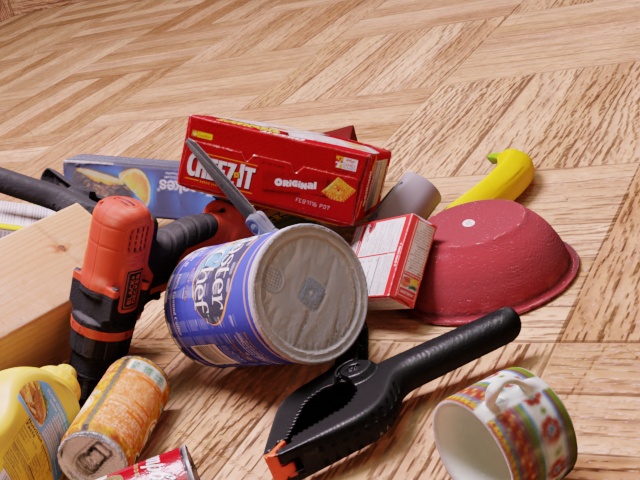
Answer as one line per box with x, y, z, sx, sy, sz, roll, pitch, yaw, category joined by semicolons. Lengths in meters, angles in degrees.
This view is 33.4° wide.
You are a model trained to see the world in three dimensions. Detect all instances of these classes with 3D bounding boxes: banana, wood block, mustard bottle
0.165;-0.047;1.043;0.070;0.037;0.197;-27;10;40;banana
-0.258;0.060;0.890;0.091;0.090;0.205;39;41;17;wood block
-0.219;0.147;0.766;0.058;0.096;0.191;-10;23;16;mustard bottle

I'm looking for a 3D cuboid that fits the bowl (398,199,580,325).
0.133;0.008;0.904;0.162;0.055;0.162;-14;22;6;bowl

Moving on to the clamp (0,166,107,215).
-0.251;-0.041;1.103;0.171;0.039;0.120;24;15;7;clamp

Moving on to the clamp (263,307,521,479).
0.040;0.103;0.763;0.165;0.036;0.209;-8;22;38;clamp

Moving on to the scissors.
-0.038;-0.012;0.878;0.016;0.202;0.096;-35;5;-33;scissors

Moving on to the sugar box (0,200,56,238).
-0.259;0.000;1.114;0.176;0.048;0.093;11;16;-15;sugar box

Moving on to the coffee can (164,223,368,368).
-0.045;0.047;0.829;0.102;0.103;0.141;-32;11;-34;coffee can

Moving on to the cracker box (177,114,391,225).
-0.027;-0.068;1.012;0.164;0.072;0.213;13;8;7;cracker box

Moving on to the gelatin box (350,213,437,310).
0.053;0.020;0.889;0.089;0.030;0.073;-11;57;59;gelatin box

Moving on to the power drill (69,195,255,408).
-0.135;0.042;0.913;0.057;0.184;0.187;26;23;26;power drill
